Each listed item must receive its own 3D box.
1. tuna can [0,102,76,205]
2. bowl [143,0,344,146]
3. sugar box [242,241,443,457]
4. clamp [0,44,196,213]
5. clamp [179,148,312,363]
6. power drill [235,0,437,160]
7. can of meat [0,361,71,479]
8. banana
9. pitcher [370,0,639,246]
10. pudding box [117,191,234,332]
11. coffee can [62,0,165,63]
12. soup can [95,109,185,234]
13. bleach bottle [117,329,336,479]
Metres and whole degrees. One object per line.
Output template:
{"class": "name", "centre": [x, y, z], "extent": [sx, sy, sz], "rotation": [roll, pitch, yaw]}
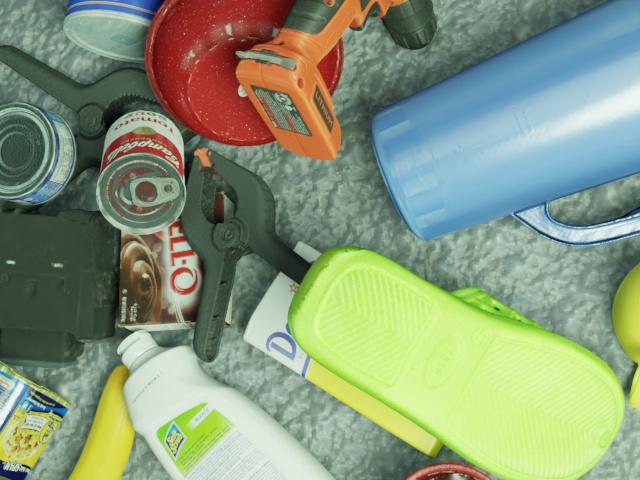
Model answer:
{"class": "tuna can", "centre": [-0.254, -0.074, 0.913], "extent": [0.086, 0.033, 0.086], "rotation": [-2, 84, 17]}
{"class": "bowl", "centre": [-0.059, -0.131, 0.842], "extent": [0.162, 0.162, 0.055], "rotation": [-21, 37, 9]}
{"class": "sugar box", "centre": [0.035, 0.083, 0.830], "extent": [0.176, 0.048, 0.093], "rotation": [29, 84, 17]}
{"class": "clamp", "centre": [-0.199, -0.091, 0.936], "extent": [0.210, 0.036, 0.164], "rotation": [2, 86, 14]}
{"class": "clamp", "centre": [-0.055, 0.001, 0.837], "extent": [0.120, 0.039, 0.171], "rotation": [-15, 72, 9]}
{"class": "power drill", "centre": [0.021, -0.156, 0.800], "extent": [0.057, 0.184, 0.187], "rotation": [15, 67, 32]}
{"class": "can of meat", "centre": [-0.255, 0.148, 0.859], "extent": [0.057, 0.102, 0.084], "rotation": [26, 75, 18]}
{"class": "banana", "centre": [-0.200, 0.196, 0.871], "extent": [0.070, 0.037, 0.198], "rotation": [37, 89, 19]}
{"class": "pitcher", "centre": [0.169, -0.079, 0.793], "extent": [0.243, 0.145, 0.149], "rotation": [-22, 44, 13]}
{"class": "pudding box", "centre": [-0.119, 0.018, 0.888], "extent": [0.090, 0.039, 0.113], "rotation": [-4, 76, 14]}
{"class": "coffee can", "centre": [-0.159, -0.237, 0.923], "extent": [0.103, 0.102, 0.140], "rotation": [5, 79, 16]}
{"class": "soup can", "centre": [-0.142, -0.057, 0.856], "extent": [0.068, 0.102, 0.068], "rotation": [-3, 117, -6]}
{"class": "bleach bottle", "centre": [-0.067, 0.163, 0.827], "extent": [0.102, 0.068, 0.251], "rotation": [-44, 71, 2]}
